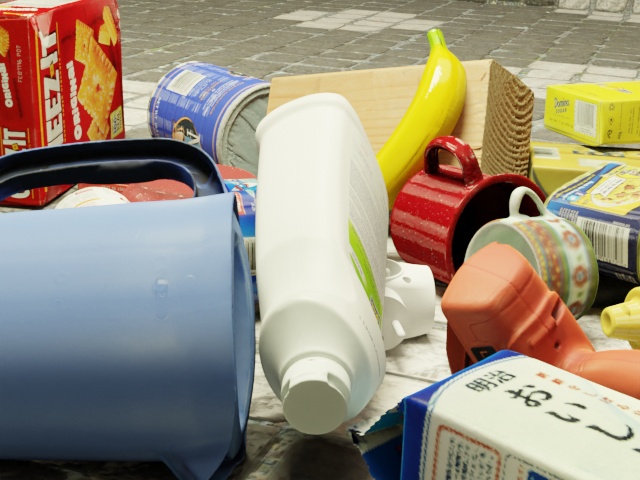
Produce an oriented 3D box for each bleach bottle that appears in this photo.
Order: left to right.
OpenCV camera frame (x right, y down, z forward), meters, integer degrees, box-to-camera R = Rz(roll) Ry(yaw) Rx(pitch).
[{"bbox_3d":[-0.001,0.010,0.568,0.068,0.102,0.250,-21,24,12],"label":"bleach bottle"}]

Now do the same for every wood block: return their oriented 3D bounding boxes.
[{"bbox_3d":[0.061,-0.088,0.885,0.206,0.091,0.090,2,-10,34],"label":"wood block"}]

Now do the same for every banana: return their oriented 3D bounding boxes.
[{"bbox_3d":[0.056,-0.065,0.804,0.037,0.198,0.070,32,4,-27],"label":"banana"}]

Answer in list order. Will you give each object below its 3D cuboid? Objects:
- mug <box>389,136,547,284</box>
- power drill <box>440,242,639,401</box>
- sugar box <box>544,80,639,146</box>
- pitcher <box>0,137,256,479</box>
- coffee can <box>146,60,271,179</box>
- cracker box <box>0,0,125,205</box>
[{"bbox_3d":[0.099,-0.019,0.754,0.093,0.117,0.082,-29,26,-21],"label":"mug"},{"bbox_3d":[0.140,0.045,0.473,0.057,0.184,0.188,-44,25,-21],"label":"power drill"},{"bbox_3d":[0.299,-0.117,0.948,0.176,0.048,0.093,-8,19,-17],"label":"sugar box"},{"bbox_3d":[-0.153,0.036,0.525,0.243,0.145,0.149,-1,20,-2],"label":"pitcher"},{"bbox_3d":[-0.086,-0.108,1.004,0.102,0.103,0.141,-11,23,-34],"label":"coffee can"},{"bbox_3d":[-0.246,-0.138,0.982,0.072,0.164,0.213,3,19,8],"label":"cracker box"}]
